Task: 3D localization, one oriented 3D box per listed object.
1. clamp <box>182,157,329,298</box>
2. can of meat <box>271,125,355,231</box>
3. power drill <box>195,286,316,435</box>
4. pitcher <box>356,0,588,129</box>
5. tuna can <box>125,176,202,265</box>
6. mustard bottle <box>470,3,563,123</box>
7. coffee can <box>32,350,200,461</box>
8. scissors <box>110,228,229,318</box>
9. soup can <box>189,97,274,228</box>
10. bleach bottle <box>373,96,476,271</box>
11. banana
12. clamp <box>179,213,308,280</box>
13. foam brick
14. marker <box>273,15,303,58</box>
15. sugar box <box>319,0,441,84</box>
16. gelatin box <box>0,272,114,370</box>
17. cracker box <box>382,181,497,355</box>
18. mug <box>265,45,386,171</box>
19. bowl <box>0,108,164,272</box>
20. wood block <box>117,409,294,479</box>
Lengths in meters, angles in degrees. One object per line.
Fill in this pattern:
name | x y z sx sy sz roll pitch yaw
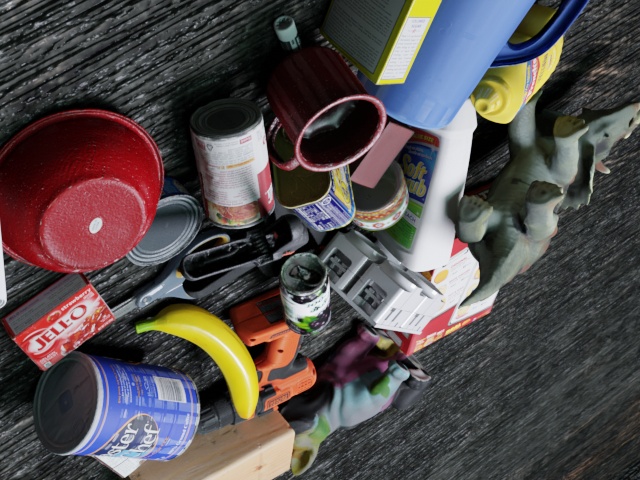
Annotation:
clamp | -0.057 0.001 1.137 0.164 0.036 0.209 -58 152 3
can of meat | -0.006 -0.068 1.064 0.057 0.102 0.083 -15 157 17
power drill | -0.079 0.147 1.289 0.184 0.057 0.188 -23 146 -30
pitcher | 0.141 -0.224 1.004 0.144 0.149 0.243 -11 140 -46
tuna can | -0.157 -0.019 1.014 0.086 0.034 0.086 -29 146 -22
mustard bottle | 0.204 -0.179 1.137 0.191 0.058 0.096 -46 151 -49
coffee can | -0.210 0.174 1.108 0.140 0.103 0.103 18 115 -49
scissors | -0.172 0.063 1.114 0.201 0.016 0.096 -39 148 -6
soup can | -0.081 -0.071 0.985 0.068 0.069 0.102 -27 132 -25
bleach bottle | 0.123 -0.091 1.203 0.068 0.103 0.251 -14 131 -27
banana | -0.118 0.125 1.182 0.070 0.037 0.197 -34 124 14
clamp | -0.066 0.008 1.020 0.120 0.039 0.171 -15 175 5
foam brick | 0.049 -0.104 1.129 0.051 0.053 0.078 10 120 -53
marker | -0.020 -0.165 1.005 0.020 0.020 0.121 -38 149 -9
sugar box | 0.068 -0.237 0.947 0.048 0.093 0.176 -9 135 -44
gelatin box | -0.251 0.077 1.027 0.089 0.030 0.073 -37 148 -11
cracker box | 0.176 0.036 1.428 0.163 0.072 0.214 -23 143 -31
mug | -0.007 -0.116 0.986 0.117 0.081 0.093 -45 145 21
bowl | -0.199 -0.028 0.900 0.162 0.055 0.162 -18 133 -21
wood block | -0.144 0.282 1.345 0.205 0.090 0.091 -24 143 -28
